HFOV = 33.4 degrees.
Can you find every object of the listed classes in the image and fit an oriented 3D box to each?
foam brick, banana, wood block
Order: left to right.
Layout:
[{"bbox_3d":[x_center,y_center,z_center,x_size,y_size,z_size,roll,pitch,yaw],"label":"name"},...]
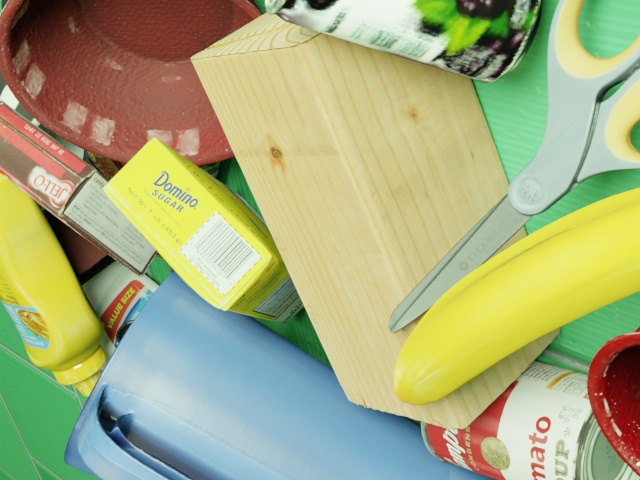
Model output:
[{"bbox_3d":[-0.181,-0.004,0.833,0.051,0.078,0.053,48,148,2],"label":"foam brick"},{"bbox_3d":[0.032,-0.019,0.535,0.091,0.090,0.206,5,126,51],"label":"wood block"},{"bbox_3d":[0.097,0.023,0.436,0.198,0.037,0.069,-29,138,29],"label":"banana"}]

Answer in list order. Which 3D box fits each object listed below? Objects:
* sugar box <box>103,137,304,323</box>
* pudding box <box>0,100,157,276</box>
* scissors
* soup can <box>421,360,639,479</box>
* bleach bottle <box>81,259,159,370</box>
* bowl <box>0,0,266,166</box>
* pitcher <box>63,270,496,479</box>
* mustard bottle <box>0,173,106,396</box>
[{"bbox_3d":[-0.054,0.000,0.626,0.093,0.048,0.176,46,-176,10],"label":"sugar box"},{"bbox_3d":[-0.153,-0.030,0.659,0.090,0.039,0.113,35,175,25],"label":"pudding box"},{"bbox_3d":[0.086,-0.041,0.441,0.202,0.016,0.096,-30,83,32],"label":"scissors"},{"bbox_3d":[0.114,0.099,0.569,0.102,0.068,0.068,11,130,46],"label":"soup can"},{"bbox_3d":[-0.140,0.094,0.853,0.251,0.102,0.068,42,151,15],"label":"bleach bottle"},{"bbox_3d":[-0.094,-0.111,0.594,0.162,0.055,0.162,3,145,2],"label":"bowl"},{"bbox_3d":[-0.021,0.134,0.628,0.243,0.149,0.145,29,149,3],"label":"pitcher"},{"bbox_3d":[-0.205,0.033,0.770,0.096,0.058,0.191,10,129,52],"label":"mustard bottle"}]
